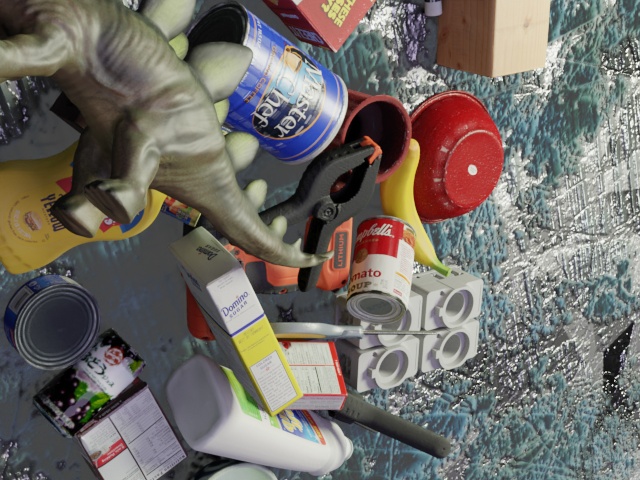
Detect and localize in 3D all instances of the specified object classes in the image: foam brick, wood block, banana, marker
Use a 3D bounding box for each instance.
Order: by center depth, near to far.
[{"bbox_3d":[-0.191,-0.128,0.953,0.051,0.053,0.078,41,81,-40],"label":"foam brick"},{"bbox_3d":[0.117,-0.302,1.142,0.020,0.020,0.121,-22,120,-29],"label":"marker"},{"bbox_3d":[0.190,-0.291,1.156,0.090,0.090,0.206,-16,116,-33],"label":"wood block"},{"bbox_3d":[0.099,-0.040,1.197,0.037,0.070,0.197,-61,144,-37],"label":"banana"}]

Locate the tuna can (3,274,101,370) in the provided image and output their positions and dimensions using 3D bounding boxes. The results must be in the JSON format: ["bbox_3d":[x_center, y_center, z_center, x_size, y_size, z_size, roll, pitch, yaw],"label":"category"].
[{"bbox_3d":[-0.251,0.076,1.000,0.085,0.034,0.086,-15,116,-33],"label":"tuna can"}]

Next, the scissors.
[{"bbox_3d":[0.020,0.102,1.172,0.201,0.096,0.016,6,78,-32],"label":"scissors"}]

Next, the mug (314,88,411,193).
[{"bbox_3d":[0.028,-0.103,1.111,0.093,0.082,0.117,28,89,-41],"label":"mug"}]

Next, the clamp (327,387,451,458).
[{"bbox_3d":[0.038,0.190,1.201,0.209,0.165,0.036,30,78,-31],"label":"clamp"}]

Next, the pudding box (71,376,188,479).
[{"bbox_3d":[-0.197,0.204,1.090,0.090,0.039,0.113,-36,128,-22],"label":"pudding box"}]

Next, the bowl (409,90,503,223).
[{"bbox_3d":[0.160,-0.089,1.236,0.161,0.055,0.162,-14,116,-32],"label":"bowl"}]

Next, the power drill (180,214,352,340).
[{"bbox_3d":[-0.057,0.001,1.106,0.187,0.057,0.184,-12,118,-31],"label":"power drill"}]

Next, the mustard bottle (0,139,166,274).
[{"bbox_3d":[-0.197,-0.043,0.929,0.191,0.058,0.096,-18,112,-1],"label":"mustard bottle"}]

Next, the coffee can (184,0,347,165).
[{"bbox_3d":[-0.057,-0.147,1.015,0.140,0.103,0.103,30,88,-40],"label":"coffee can"}]

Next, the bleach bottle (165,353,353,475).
[{"bbox_3d":[-0.052,0.202,1.173,0.068,0.103,0.250,-45,140,16],"label":"bleach bottle"}]

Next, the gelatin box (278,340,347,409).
[{"bbox_3d":[-0.023,0.143,1.133,0.089,0.073,0.030,2,135,-19],"label":"gelatin box"}]

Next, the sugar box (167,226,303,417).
[{"bbox_3d":[-0.080,0.078,1.026,0.048,0.093,0.176,-31,127,-16],"label":"sugar box"}]

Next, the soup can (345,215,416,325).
[{"bbox_3d":[0.067,0.033,1.174,0.068,0.069,0.102,44,44,-39],"label":"soup can"}]

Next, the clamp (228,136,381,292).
[{"bbox_3d":[0.002,-0.026,1.062,0.171,0.039,0.120,-40,136,3],"label":"clamp"}]
